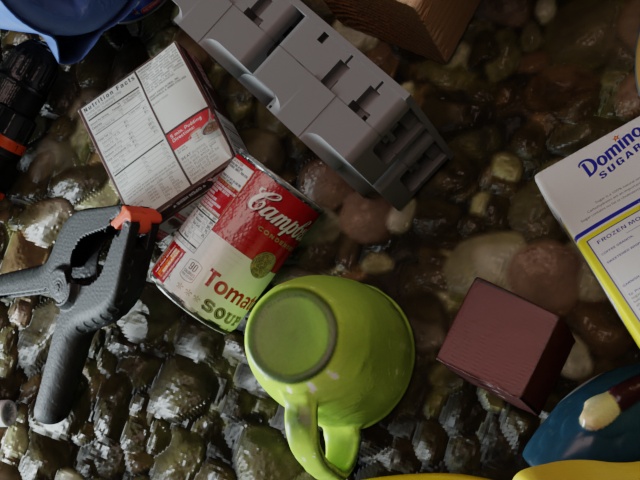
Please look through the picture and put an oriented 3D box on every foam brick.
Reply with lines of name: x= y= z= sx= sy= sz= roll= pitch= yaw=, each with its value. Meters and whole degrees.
foam brick: x=0.107 y=0.062 z=0.604 sx=0.053 sy=0.078 sz=0.051 roll=26 pitch=84 yaw=25

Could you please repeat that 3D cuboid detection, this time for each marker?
marker: x=-0.274 y=0.126 z=0.768 sx=0.121 sy=0.020 sz=0.020 roll=-5 pitch=74 yaw=20

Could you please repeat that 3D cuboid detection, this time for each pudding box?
pudding box: x=-0.108 y=-0.070 z=0.747 sx=0.090 sy=0.039 sz=0.113 roll=-33 pitch=64 yaw=10

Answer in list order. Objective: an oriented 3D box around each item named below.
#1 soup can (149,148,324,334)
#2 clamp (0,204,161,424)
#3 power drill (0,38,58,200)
soup can: x=-0.055 y=0.001 z=0.689 sx=0.069 sy=0.068 sz=0.102 roll=38 pitch=92 yaw=26
clamp: x=-0.171 y=0.028 z=0.725 sx=0.120 sy=0.039 sz=0.172 roll=48 pitch=114 yaw=23
power drill: x=-0.304 y=-0.097 z=0.820 sx=0.188 sy=0.057 sz=0.184 roll=29 pitch=87 yaw=26
